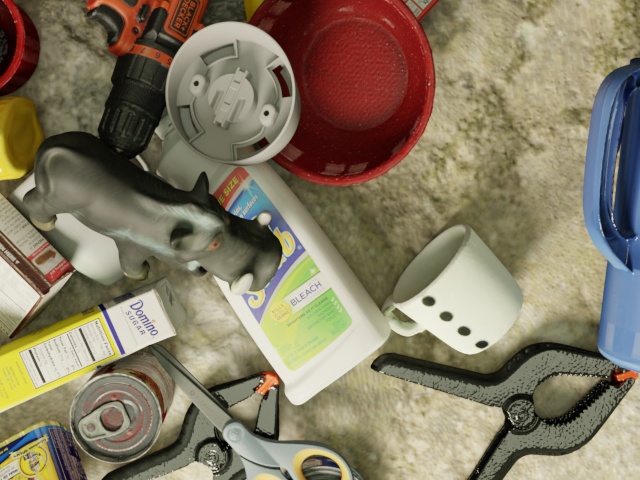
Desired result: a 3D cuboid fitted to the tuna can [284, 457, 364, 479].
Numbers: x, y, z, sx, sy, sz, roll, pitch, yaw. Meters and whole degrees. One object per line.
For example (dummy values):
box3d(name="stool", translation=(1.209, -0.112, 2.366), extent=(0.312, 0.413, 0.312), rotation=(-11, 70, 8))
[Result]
box3d(name="tuna can", translation=(0.001, 0.223, 0.878), extent=(0.086, 0.034, 0.086), rotation=(0, 94, -1))

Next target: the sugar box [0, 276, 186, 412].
box3d(name="sugar box", translation=(-0.196, 0.083, 0.833), extent=(0.176, 0.093, 0.048), rotation=(-26, 95, 0))

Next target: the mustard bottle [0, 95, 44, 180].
box3d(name="mustard bottle", translation=(-0.316, -0.065, 0.815), extent=(0.191, 0.096, 0.058), rotation=(-9, 114, 7))

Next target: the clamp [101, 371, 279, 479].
box3d(name="clamp", translation=(-0.098, 0.173, 0.870), extent=(0.120, 0.039, 0.171), rotation=(29, 87, -8))

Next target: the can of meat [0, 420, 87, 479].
box3d(name="can of meat", translation=(-0.233, 0.203, 0.843), extent=(0.102, 0.057, 0.084), rotation=(-29, 60, 0))

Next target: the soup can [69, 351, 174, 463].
box3d(name="soup can", translation=(-0.152, 0.127, 0.832), extent=(0.068, 0.102, 0.068), rotation=(0, 94, -2))

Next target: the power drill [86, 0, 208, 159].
box3d(name="power drill", translation=(-0.174, -0.173, 0.781), extent=(0.187, 0.057, 0.184), rotation=(30, 69, -35))

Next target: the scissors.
box3d(name="scissors", translation=(-0.047, 0.149, 0.845), extent=(0.096, 0.016, 0.202), rotation=(-27, 95, -1))

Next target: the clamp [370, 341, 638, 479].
box3d(name="clamp", translation=(0.160, 0.151, 0.875), extent=(0.210, 0.036, 0.164), rotation=(-13, 94, -1))

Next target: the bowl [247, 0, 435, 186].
box3d(name="bowl", translation=(0.018, -0.126, 0.826), extent=(0.162, 0.055, 0.162), rotation=(6, 105, 21))

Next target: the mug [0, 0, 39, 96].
box3d(name="mug", translation=(-0.267, -0.164, 0.818), extent=(0.093, 0.081, 0.117), rotation=(-14, 95, -1))

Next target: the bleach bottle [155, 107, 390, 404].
box3d(name="bleach bottle", translation=(-0.056, 0.001, 0.847), extent=(0.102, 0.068, 0.251), rotation=(-37, 91, 9))

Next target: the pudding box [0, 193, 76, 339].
box3d(name="pudding box", translation=(-0.245, 0.019, 0.821), extent=(0.090, 0.114, 0.039), rotation=(45, 56, -5))
